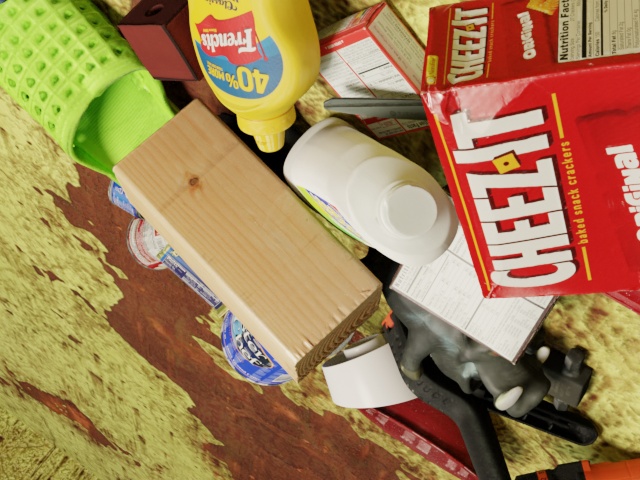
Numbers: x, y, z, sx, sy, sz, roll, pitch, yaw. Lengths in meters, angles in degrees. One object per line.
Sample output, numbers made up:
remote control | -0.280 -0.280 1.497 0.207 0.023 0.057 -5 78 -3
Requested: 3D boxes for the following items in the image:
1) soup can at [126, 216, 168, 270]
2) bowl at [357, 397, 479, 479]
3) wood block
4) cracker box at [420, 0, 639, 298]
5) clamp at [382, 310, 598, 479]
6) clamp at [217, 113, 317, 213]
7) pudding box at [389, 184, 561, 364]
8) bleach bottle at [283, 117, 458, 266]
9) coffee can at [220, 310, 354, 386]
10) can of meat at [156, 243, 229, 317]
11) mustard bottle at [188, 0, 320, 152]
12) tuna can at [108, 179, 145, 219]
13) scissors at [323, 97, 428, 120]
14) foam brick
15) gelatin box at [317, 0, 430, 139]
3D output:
soup can | -0.148 -0.007 1.093 0.068 0.068 0.102 47 153 -19
bowl | 0.112 0.184 1.070 0.162 0.055 0.162 32 169 7
wood block | -0.055 0.001 0.832 0.206 0.090 0.090 46 169 13
cracker box | 0.171 -0.047 0.524 0.214 0.072 0.164 -5 138 19
clamp | 0.128 0.138 0.917 0.210 0.164 0.036 40 126 13
clamp | -0.025 -0.066 0.875 0.171 0.039 0.120 45 165 -9
pudding box | 0.120 0.023 0.782 0.113 0.039 0.090 33 115 13
bleach bottle | 0.033 -0.033 0.701 0.102 0.068 0.251 41 -179 -7
coffee can | -0.033 0.081 1.052 0.103 0.102 0.140 39 155 -3
can of meat | -0.092 0.006 1.006 0.084 0.102 0.058 42 155 -4
mustard bottle | -0.046 -0.142 0.698 0.096 0.058 0.191 20 136 32
tuna can | -0.158 -0.063 0.993 0.034 0.086 0.086 31 154 10
scissors | 0.095 -0.092 0.657 0.202 0.016 0.096 17 142 14
foam brick | -0.093 -0.158 0.761 0.053 0.078 0.051 9 142 41
gelatin box | 0.042 -0.112 0.719 0.089 0.030 0.073 46 153 -22
